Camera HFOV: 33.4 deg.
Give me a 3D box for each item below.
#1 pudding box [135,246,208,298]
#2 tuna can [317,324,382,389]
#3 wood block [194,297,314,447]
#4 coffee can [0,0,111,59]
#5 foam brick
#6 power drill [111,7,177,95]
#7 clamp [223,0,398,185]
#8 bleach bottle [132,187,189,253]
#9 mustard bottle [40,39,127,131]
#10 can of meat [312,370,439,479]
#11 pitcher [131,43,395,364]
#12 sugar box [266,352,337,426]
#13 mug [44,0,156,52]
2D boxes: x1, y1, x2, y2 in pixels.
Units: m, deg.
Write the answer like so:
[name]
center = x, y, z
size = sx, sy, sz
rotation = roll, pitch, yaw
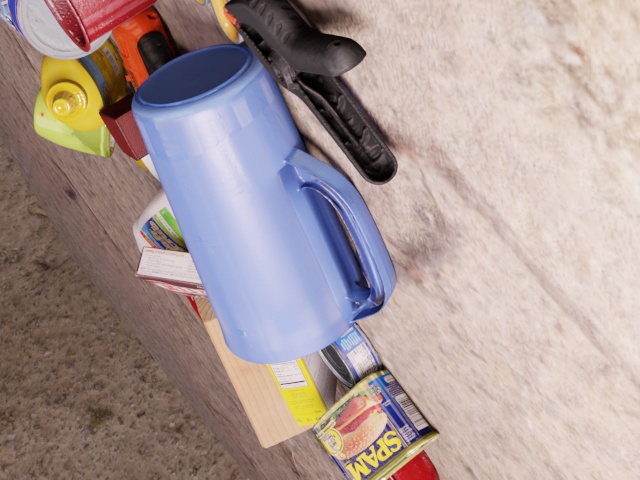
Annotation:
[pudding box]
center = -0.124, 0.039, 1.130
size = 0.114, 0.039, 0.090
rotation = 5, 168, 25
[tuna can]
center = 0.023, 0.109, 1.080
size = 0.086, 0.033, 0.086
rotation = 49, 164, 19
[wood block]
center = -0.070, 0.130, 1.248
size = 0.091, 0.090, 0.206
rotation = -121, 9, -55
[coffee can]
center = -0.280, -0.254, 1.088
size = 0.140, 0.102, 0.103
rotation = 38, 158, 47
[foam brick]
center = -0.177, -0.126, 1.099
size = 0.053, 0.078, 0.051
rotation = 30, 150, 57
[power drill]
center = -0.116, -0.110, 0.984
size = 0.188, 0.057, 0.184
rotation = 40, 159, 44
[clamp]
center = -0.012, -0.120, 0.683
size = 0.172, 0.039, 0.120
rotation = 47, 162, 27
[bleach bottle]
center = -0.155, -0.010, 1.209
size = 0.102, 0.068, 0.251
rotation = 46, 156, -5
[mustard bottle]
center = -0.256, -0.168, 1.143
size = 0.191, 0.058, 0.096
rotation = -92, -21, -67
[can of meat]
center = 0.052, 0.188, 1.047
size = 0.084, 0.102, 0.057
rotation = 54, -152, 17
[pitcher]
center = -0.048, -0.029, 0.853
size = 0.145, 0.149, 0.243
rotation = -121, 8, -57
[sugar box]
center = -0.029, 0.105, 1.128
size = 0.093, 0.048, 0.176
rotation = -81, -27, -49
[mug]
center = -0.202, -0.230, 0.942
size = 0.117, 0.081, 0.093
rotation = 36, 156, 50
